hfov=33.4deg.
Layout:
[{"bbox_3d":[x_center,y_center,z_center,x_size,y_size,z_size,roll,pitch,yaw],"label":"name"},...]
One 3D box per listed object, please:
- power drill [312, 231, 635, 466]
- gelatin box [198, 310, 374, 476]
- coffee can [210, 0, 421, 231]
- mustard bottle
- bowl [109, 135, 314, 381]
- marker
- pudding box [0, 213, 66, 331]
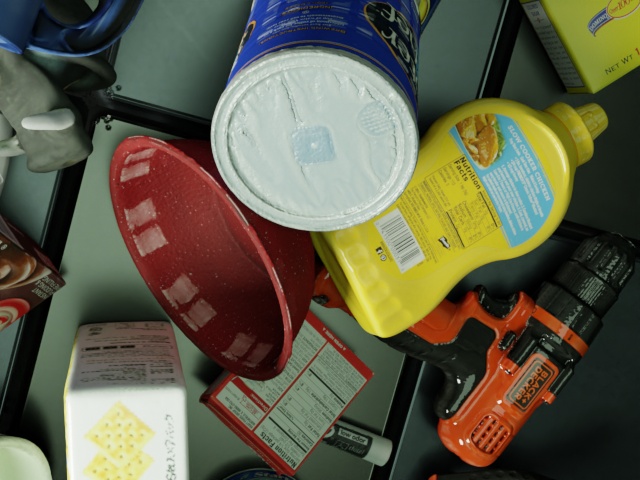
[{"bbox_3d":[0.096,0.030,0.696,0.187,0.057,0.184,38,86,-13],"label":"power drill"},{"bbox_3d":[-0.021,0.093,0.681,0.073,0.030,0.089,44,69,-8],"label":"gelatin box"},{"bbox_3d":[0.003,-0.086,0.577,0.103,0.140,0.103,3,126,4],"label":"coffee can"},{"bbox_3d":[0.089,-0.029,0.630,0.191,0.058,0.096,-30,95,-11],"label":"mustard bottle"},{"bbox_3d":[-0.054,0.001,0.626,0.055,0.162,0.162,-34,104,-31],"label":"bowl"},{"bbox_3d":[-0.009,0.120,0.707,0.121,0.020,0.020,24,93,-13],"label":"marker"},{"bbox_3d":[-0.209,0.023,0.609,0.090,0.113,0.039,-37,66,-4],"label":"pudding box"}]
